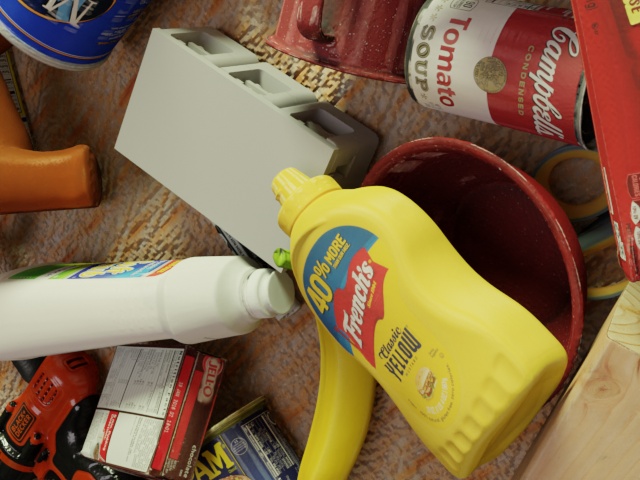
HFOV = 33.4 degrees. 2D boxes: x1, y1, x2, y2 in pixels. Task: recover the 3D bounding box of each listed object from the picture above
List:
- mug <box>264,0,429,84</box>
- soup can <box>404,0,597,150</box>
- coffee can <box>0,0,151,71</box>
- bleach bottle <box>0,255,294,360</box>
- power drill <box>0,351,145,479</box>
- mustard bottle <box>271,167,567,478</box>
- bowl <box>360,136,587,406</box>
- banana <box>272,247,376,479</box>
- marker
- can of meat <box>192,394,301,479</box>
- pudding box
[{"bbox_3d":[0.018,-0.138,0.586,0.093,0.117,0.081,22,108,21],"label":"mug"},{"bbox_3d":[0.105,-0.093,0.565,0.102,0.068,0.068,19,112,30],"label":"soup can"},{"bbox_3d":[-0.145,-0.193,0.688,0.141,0.102,0.103,-42,78,34],"label":"coffee can"},{"bbox_3d":[-0.122,0.042,0.734,0.251,0.102,0.068,-7,95,34],"label":"bleach bottle"},{"bbox_3d":[-0.192,0.204,0.848,0.188,0.057,0.185,46,123,16],"label":"power drill"},{"bbox_3d":[0.038,0.028,0.571,0.192,0.058,0.096,47,139,24],"label":"mustard bottle"},{"bbox_3d":[0.091,0.017,0.597,0.162,0.055,0.162,21,120,42],"label":"bowl"},{"bbox_3d":[0.006,0.084,0.679,0.037,0.069,0.198,-142,42,-58],"label":"banana"},{"bbox_3d":[-0.055,0.001,0.727,0.020,0.020,0.121,-43,77,34],"label":"marker"},{"bbox_3d":[-0.058,0.171,0.750,0.102,0.057,0.084,-39,81,34],"label":"can of meat"},{"bbox_3d":[-0.118,0.119,0.744,0.114,0.039,0.090,-5,64,53],"label":"pudding box"}]
